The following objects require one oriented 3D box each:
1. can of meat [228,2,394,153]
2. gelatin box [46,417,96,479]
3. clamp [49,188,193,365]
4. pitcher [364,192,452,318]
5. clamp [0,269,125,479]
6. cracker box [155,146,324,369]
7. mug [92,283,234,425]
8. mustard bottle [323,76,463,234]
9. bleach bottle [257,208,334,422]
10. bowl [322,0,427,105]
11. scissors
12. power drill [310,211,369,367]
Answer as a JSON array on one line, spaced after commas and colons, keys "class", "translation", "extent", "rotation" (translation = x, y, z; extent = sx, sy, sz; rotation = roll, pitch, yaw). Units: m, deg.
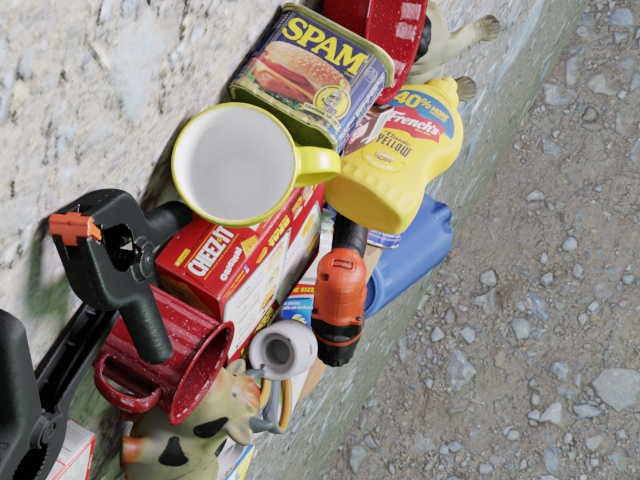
[{"class": "can of meat", "translation": [-0.008, -0.121, 0.823], "extent": [0.084, 0.102, 0.057], "rotation": [-56, 168, -17]}, {"class": "gelatin box", "translation": [-0.217, 0.194, 0.837], "extent": [0.089, 0.030, 0.073], "rotation": [-50, 165, -44]}, {"class": "clamp", "translation": [-0.130, 0.023, 0.713], "extent": [0.171, 0.039, 0.120], "rotation": [20, 67, -71]}, {"class": "pitcher", "translation": [0.079, 0.026, 1.516], "extent": [0.242, 0.145, 0.149], "rotation": [-36, 140, -57]}, {"class": "clamp", "translation": [-0.193, 0.115, 0.735], "extent": [0.164, 0.036, 0.210], "rotation": [-35, 148, -64]}, {"class": "cracker box", "translation": [-0.067, 0.015, 0.958], "extent": [0.164, 0.072, 0.214], "rotation": [-55, 168, -22]}, {"class": "mug", "translation": [-0.131, 0.091, 0.833], "extent": [0.117, 0.081, 0.093], "rotation": [-48, 162, -50]}, {"class": "mustard bottle", "translation": [0.080, -0.094, 1.007], "extent": [0.191, 0.096, 0.058], "rotation": [-52, 164, -35]}, {"class": "bleach bottle", "translation": [-0.044, 0.080, 1.191], "extent": [0.068, 0.102, 0.251], "rotation": [-82, -170, -73]}, {"class": "bowl", "translation": [0.044, -0.201, 0.916], "extent": [0.162, 0.055, 0.162], "rotation": [14, 90, -71]}, {"class": "scissors", "translation": [-0.053, 0.092, 1.071], "extent": [0.096, 0.016, 0.202], "rotation": [25, 59, -61]}, {"class": "power drill", "translation": [0.029, 0.015, 1.059], "extent": [0.184, 0.057, 0.187], "rotation": [96, 3, -58]}]
